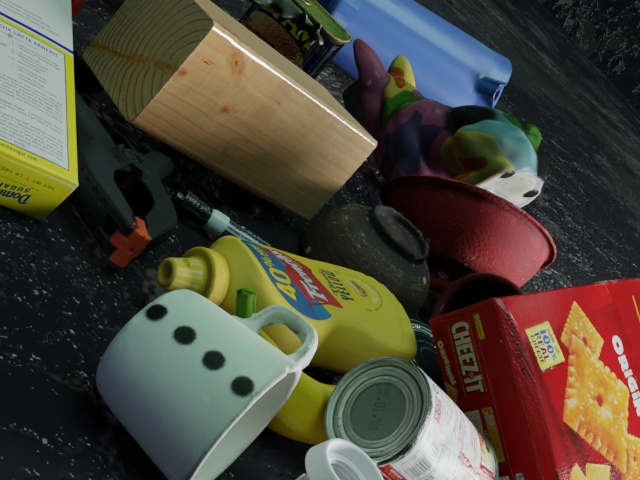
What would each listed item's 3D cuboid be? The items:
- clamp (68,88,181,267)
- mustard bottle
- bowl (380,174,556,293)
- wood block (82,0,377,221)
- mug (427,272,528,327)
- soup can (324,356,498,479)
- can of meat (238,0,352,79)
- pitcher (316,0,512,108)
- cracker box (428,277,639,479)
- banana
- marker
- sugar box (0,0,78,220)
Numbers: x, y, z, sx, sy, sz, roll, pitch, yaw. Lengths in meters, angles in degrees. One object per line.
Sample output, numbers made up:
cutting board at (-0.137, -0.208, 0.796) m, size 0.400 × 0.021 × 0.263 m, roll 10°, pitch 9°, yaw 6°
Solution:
clamp at (-0.139, -0.050, 0.689) m, size 0.120 × 0.039 × 0.171 m, roll 29°, pitch 20°, yaw -23°
mustard bottle at (-0.026, 0.040, 0.687) m, size 0.191 × 0.058 × 0.096 m, roll 18°, pitch 26°, yaw -44°
bowl at (0.118, 0.008, 0.924) m, size 0.162 × 0.055 × 0.162 m, roll 22°, pitch -20°, yaw 8°
wood block at (-0.061, -0.103, 0.797) m, size 0.205 × 0.090 × 0.091 m, roll 29°, pitch 18°, yaw -51°
mug at (0.156, 0.077, 0.859) m, size 0.081 × 0.117 × 0.093 m, roll 19°, pitch 69°, yaw -53°
soup can at (0.054, 0.120, 0.626) m, size 0.102 × 0.068 × 0.068 m, roll 48°, pitch 13°, yaw -45°
can of meat at (-0.034, -0.207, 1.085) m, size 0.102 × 0.084 × 0.057 m, roll 46°, pitch 23°, yaw 7°
pitcher at (0.098, -0.227, 1.308) m, size 0.242 × 0.149 × 0.145 m, roll 31°, pitch 40°, yaw -19°
cracker box at (0.188, 0.115, 0.744) m, size 0.213 × 0.072 × 0.164 m, roll -4°, pitch 76°, yaw -40°
banana at (0.007, 0.092, 0.644) m, size 0.037 × 0.069 × 0.197 m, roll 25°, pitch -4°, yaw 42°
marker at (-0.055, 0.001, 0.762) m, size 0.121 × 0.020 × 0.020 m, roll 34°, pitch 24°, yaw -20°
sugar box at (-0.197, -0.104, 0.644) m, size 0.093 × 0.048 × 0.176 m, roll 26°, pitch 37°, yaw -38°
